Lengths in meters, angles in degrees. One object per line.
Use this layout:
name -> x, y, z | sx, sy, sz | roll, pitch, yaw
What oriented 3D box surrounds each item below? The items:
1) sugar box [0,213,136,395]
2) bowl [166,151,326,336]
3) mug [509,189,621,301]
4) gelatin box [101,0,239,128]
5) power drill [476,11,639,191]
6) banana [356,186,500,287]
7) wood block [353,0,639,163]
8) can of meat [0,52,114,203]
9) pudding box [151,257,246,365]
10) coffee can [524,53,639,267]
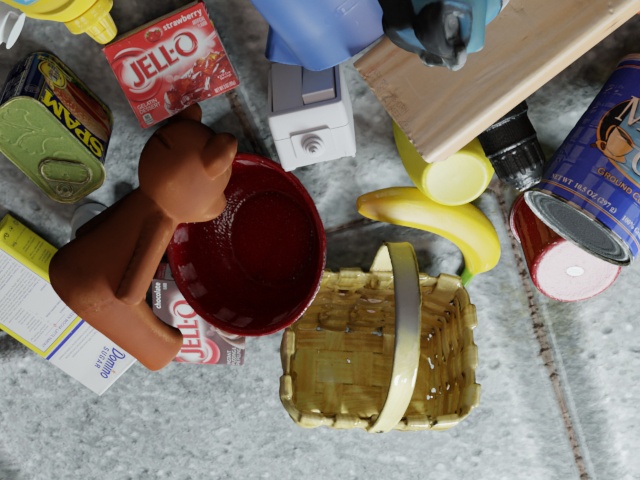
sugar box -> -0.249, 0.063, 1.003 | 0.176, 0.048, 0.093 | 37, 123, -17
bowl -> -0.056, 0.001, 0.944 | 0.162, 0.055, 0.162 | 4, 99, 27
mug -> 0.220, -0.008, 0.955 | 0.093, 0.081, 0.117 | -14, 127, 9
gelatin box -> -0.120, -0.142, 0.857 | 0.089, 0.030, 0.073 | -24, 110, 4
power drill -> 0.184, -0.153, 0.815 | 0.188, 0.057, 0.184 | -26, 93, 12
banana -> 0.111, -0.009, 0.954 | 0.070, 0.037, 0.197 | -43, 137, 13
wood block -> 0.136, -0.152, 0.751 | 0.206, 0.090, 0.090 | -37, 85, 14
can of meat -> -0.218, -0.094, 0.875 | 0.057, 0.084, 0.102 | -30, 123, 20
pudding box -> -0.116, 0.070, 1.035 | 0.090, 0.039, 0.113 | 3, 127, -2
coffee can -> 0.247, -0.064, 0.861 | 0.102, 0.103, 0.140 | 39, 84, -27
